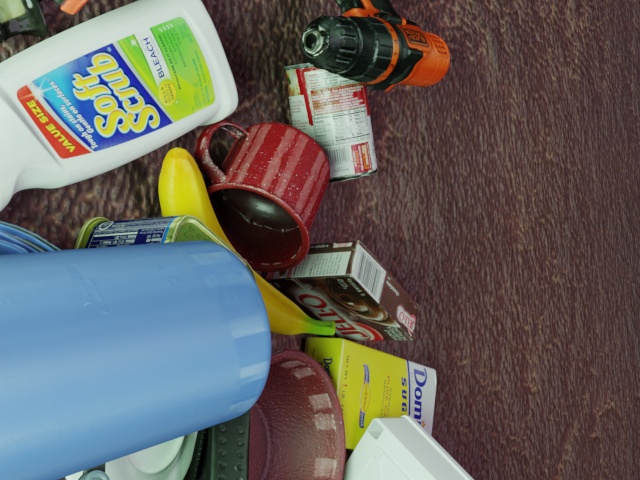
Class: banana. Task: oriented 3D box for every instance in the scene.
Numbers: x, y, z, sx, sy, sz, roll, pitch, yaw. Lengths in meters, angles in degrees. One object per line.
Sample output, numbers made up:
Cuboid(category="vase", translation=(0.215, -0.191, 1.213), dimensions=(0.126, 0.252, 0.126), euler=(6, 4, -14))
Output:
Cuboid(category="banana", translation=(-0.068, 0.011, 0.795), dimensions=(0.197, 0.070, 0.037), euler=(49, 27, -30))

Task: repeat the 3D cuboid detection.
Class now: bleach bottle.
Cuboid(category="bleach bottle", translation=(-0.157, -0.077, 0.678), dimensions=(0.250, 0.068, 0.102), euler=(-42, 120, -46))

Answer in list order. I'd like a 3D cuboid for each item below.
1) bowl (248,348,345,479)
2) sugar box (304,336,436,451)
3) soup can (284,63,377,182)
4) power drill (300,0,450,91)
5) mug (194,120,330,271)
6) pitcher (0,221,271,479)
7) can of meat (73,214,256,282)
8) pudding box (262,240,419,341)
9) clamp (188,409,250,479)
Cuboid(category="bowl", translation=(-0.045, 0.165, 0.824), dimensions=(0.161, 0.055, 0.162), euler=(7, 81, -55))
Cuboid(category="sugar box", translation=(0.046, 0.148, 0.969), dimensions=(0.176, 0.048, 0.093), euler=(22, 71, -51))
Cuboid(category="soup can", translation=(0.010, -0.104, 0.918), dimensions=(0.068, 0.069, 0.102), euler=(-21, 105, -55))
Cuboid(category="power drill", translation=(0.014, -0.207, 0.873), dimensions=(0.184, 0.057, 0.188), euler=(-3, 61, -56))
Cuboid(category="mug", translation=(-0.049, -0.044, 0.816), dimensions=(0.117, 0.093, 0.081), euler=(43, 46, -23))
Cuboid(category="pitcher", translation=(-0.154, 0.058, 0.565), dimensions=(0.242, 0.145, 0.149), euler=(-9, 97, -40))
Cuboid(category="can of meat", translation=(-0.104, 0.025, 0.725), dimensions=(0.102, 0.084, 0.057), euler=(44, 52, -45))
Cuboid(category="pudding box", translation=(0.019, 0.045, 0.899), dimensions=(0.113, 0.090, 0.039), euler=(48, 48, -41))
Cuboid(category="clamp", translation=(-0.076, 0.201, 0.703), dimensions=(0.036, 0.165, 0.210), euler=(8, 79, -16))
